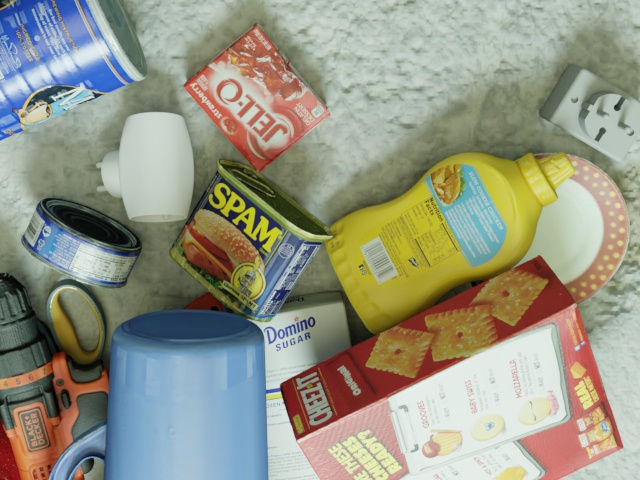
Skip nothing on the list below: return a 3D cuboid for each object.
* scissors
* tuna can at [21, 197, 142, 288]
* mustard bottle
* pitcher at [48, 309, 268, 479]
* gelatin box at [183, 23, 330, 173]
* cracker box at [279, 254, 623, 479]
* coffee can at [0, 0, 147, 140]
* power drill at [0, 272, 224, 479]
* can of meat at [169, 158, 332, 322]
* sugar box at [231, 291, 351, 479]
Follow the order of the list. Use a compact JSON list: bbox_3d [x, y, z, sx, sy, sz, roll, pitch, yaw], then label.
[{"bbox_3d":[-0.202,0.130,0.873,0.096,0.016,0.202,-10,107,-5],"label":"scissors"},{"bbox_3d":[-0.180,0.001,0.808,0.086,0.086,0.034,26,100,-8],"label":"tuna can"},{"bbox_3d":[0.103,-0.011,0.807,0.192,0.058,0.096,-31,72,15],"label":"mustard bottle"},{"bbox_3d":[-0.107,0.177,0.770,0.148,0.145,0.243,-6,102,-39],"label":"pitcher"},{"bbox_3d":[-0.048,-0.108,0.812,0.073,0.030,0.089,-39,102,8],"label":"gelatin box"},{"bbox_3d":[0.100,0.129,0.792,0.213,0.072,0.164,-26,126,2],"label":"cracker box"},{"bbox_3d":[-0.209,-0.136,0.763,0.140,0.103,0.103,-23,104,4],"label":"coffee can"},{"bbox_3d":[-0.163,0.097,0.834,0.187,0.057,0.184,-14,104,-7],"label":"power drill"},{"bbox_3d":[-0.055,0.001,0.812,0.102,0.057,0.084,39,106,23],"label":"can of meat"},{"bbox_3d":[-0.013,0.134,0.869,0.093,0.048,0.176,-9,101,0],"label":"sugar box"}]
